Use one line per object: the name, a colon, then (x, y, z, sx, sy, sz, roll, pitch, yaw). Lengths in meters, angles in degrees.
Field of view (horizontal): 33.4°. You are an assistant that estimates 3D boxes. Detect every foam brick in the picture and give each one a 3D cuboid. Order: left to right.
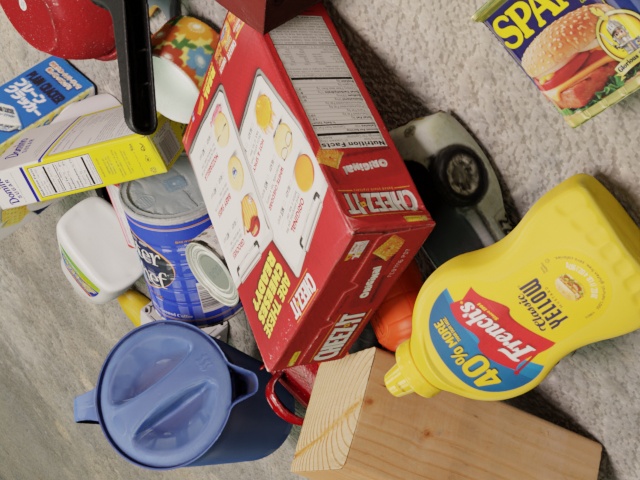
foam brick: (-0.026, -0.181, 0.691, 0.051, 0.078, 0.053, 42, 149, 19)

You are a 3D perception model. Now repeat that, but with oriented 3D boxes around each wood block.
wood block: (0.096, 0.163, 0.798, 0.206, 0.090, 0.091, 25, 158, -19)

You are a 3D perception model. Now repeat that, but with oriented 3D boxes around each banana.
banana: (-0.182, 0.134, 1.300, 0.198, 0.037, 0.070, 53, 150, -4)

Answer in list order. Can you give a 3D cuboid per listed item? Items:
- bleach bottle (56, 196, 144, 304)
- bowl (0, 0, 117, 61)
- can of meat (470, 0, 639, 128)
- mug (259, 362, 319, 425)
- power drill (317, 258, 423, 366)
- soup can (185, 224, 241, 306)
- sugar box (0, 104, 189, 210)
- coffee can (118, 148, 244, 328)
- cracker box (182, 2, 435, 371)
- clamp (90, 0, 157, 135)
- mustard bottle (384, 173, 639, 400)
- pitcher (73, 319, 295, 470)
bleach bottle: (-0.245, 0.030, 1.183, 0.102, 0.068, 0.251, 49, 161, 2)
bowl: (-0.250, -0.225, 0.975, 0.162, 0.055, 0.162, 35, 146, 27)
can of meat: (0.140, -0.116, 0.553, 0.084, 0.057, 0.102, 49, 151, -2)
mug: (-0.001, 0.118, 0.956, 0.081, 0.117, 0.093, 45, 140, 0)
power drill: (0.022, 0.024, 0.843, 0.188, 0.057, 0.184, 108, 143, -64)
soup can: (-0.056, 0.001, 0.910, 0.069, 0.102, 0.068, 35, 147, 27)
sugar box: (-0.204, -0.081, 0.956, 0.176, 0.093, 0.048, -13, 118, 24)
coffee can: (-0.123, -0.001, 1.000, 0.103, 0.102, 0.140, 29, 144, 34)
cracker box: (-0.018, -0.044, 0.739, 0.214, 0.072, 0.164, 66, 147, 29)
clamp: (-0.145, -0.194, 0.818, 0.210, 0.036, 0.165, 48, 120, 32)
mustard bottle: (0.116, 0.047, 0.675, 0.192, 0.058, 0.096, -37, 97, 28)
pitcher: (-0.119, 0.162, 1.054, 0.149, 0.145, 0.242, 35, 178, 20)
